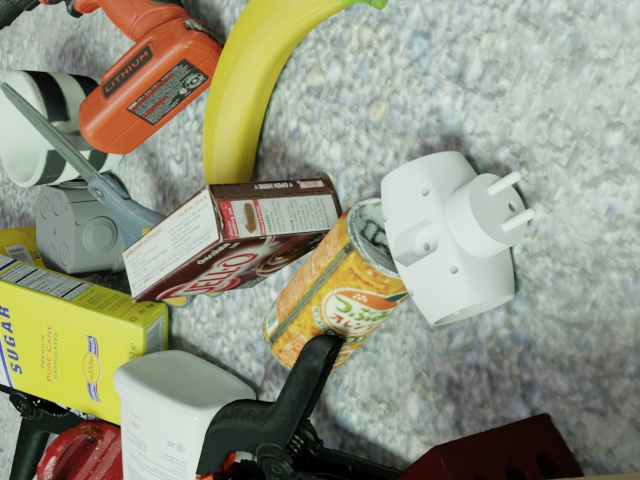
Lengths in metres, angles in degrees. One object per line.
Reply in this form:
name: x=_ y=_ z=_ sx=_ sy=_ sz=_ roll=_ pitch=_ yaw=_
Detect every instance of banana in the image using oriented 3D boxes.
banana: x=-0.034 y=-0.098 z=0.640 sx=0.198 sy=0.037 sz=0.070 roll=-52 pitch=56 yaw=42

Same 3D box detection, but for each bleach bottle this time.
bleach bottle: x=-0.099 y=0.211 z=0.752 sx=0.103 sy=0.067 sz=0.251 roll=20 pitch=114 yaw=40

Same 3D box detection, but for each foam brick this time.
foam brick: x=0.079 y=0.122 z=0.505 sx=0.051 sy=0.078 sz=0.053 roll=-52 pitch=57 yaw=44

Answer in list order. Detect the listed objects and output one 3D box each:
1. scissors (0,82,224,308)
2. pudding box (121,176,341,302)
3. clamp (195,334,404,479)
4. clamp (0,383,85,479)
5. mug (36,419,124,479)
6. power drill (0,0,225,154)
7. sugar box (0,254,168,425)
scissors: x=-0.147 y=-0.021 z=0.740 sx=0.202 sy=0.016 sz=0.096 roll=38 pitch=145 yaw=6
pudding box: x=-0.054 y=0.001 z=0.640 sx=0.114 sy=0.089 sz=0.039 roll=-35 pitch=69 yaw=48
clamp: x=-0.018 y=0.112 z=0.612 sx=0.172 sy=0.039 sz=0.120 roll=-14 pitch=105 yaw=39
clamp: x=-0.251 y=0.123 z=0.907 sx=0.210 sy=0.036 sz=0.164 roll=-27 pitch=104 yaw=40
mug: x=-0.171 y=0.180 z=0.789 sx=0.093 sy=0.081 sz=0.117 roll=12 pitch=144 yaw=31
power drill: x=-0.161 y=-0.151 z=0.721 sx=0.184 sy=0.057 sz=0.188 roll=-38 pitch=67 yaw=14
sugar box: x=-0.201 y=0.072 z=0.803 sx=0.176 sy=0.048 sz=0.093 roll=13 pitch=116 yaw=16
